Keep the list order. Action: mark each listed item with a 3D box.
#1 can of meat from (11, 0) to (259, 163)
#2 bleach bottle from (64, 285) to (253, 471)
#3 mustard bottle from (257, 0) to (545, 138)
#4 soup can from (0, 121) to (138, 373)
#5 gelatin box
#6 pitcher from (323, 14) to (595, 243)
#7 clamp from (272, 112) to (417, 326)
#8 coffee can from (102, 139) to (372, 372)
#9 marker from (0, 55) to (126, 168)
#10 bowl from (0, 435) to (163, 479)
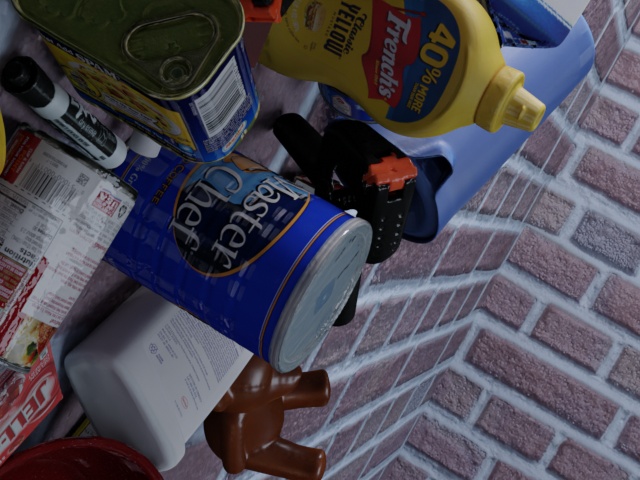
[{"bbox_3d":[-0.079,-0.086,0.487,0.057,0.102,0.084,-56,166,-13],"label":"can of meat"},{"bbox_3d":[-0.072,0.048,0.777,0.250,0.068,0.102,-46,121,-45],"label":"bleach bottle"},{"bbox_3d":[0.051,-0.118,0.666,0.058,0.192,0.096,-27,144,-63],"label":"mustard bottle"},{"bbox_3d":[-0.142,0.003,0.511,0.102,0.068,0.068,-59,164,-6],"label":"soup can"},{"bbox_3d":[-0.188,0.097,0.607,0.089,0.030,0.073,-50,162,-32],"label":"gelatin box"},{"bbox_3d":[0.124,-0.120,0.952,0.242,0.149,0.145,-42,151,-21],"label":"pitcher"},{"bbox_3d":[0.013,-0.036,0.723,0.036,0.164,0.210,-15,170,-16],"label":"clamp"},{"bbox_3d":[-0.054,0.001,0.646,0.102,0.140,0.103,-53,163,-24],"label":"coffee can"},{"bbox_3d":[-0.126,-0.062,0.533,0.020,0.020,0.121,-58,164,-6],"label":"marker"},{"bbox_3d":[-0.177,0.193,0.686,0.161,0.055,0.162,-10,109,-33],"label":"bowl"}]
